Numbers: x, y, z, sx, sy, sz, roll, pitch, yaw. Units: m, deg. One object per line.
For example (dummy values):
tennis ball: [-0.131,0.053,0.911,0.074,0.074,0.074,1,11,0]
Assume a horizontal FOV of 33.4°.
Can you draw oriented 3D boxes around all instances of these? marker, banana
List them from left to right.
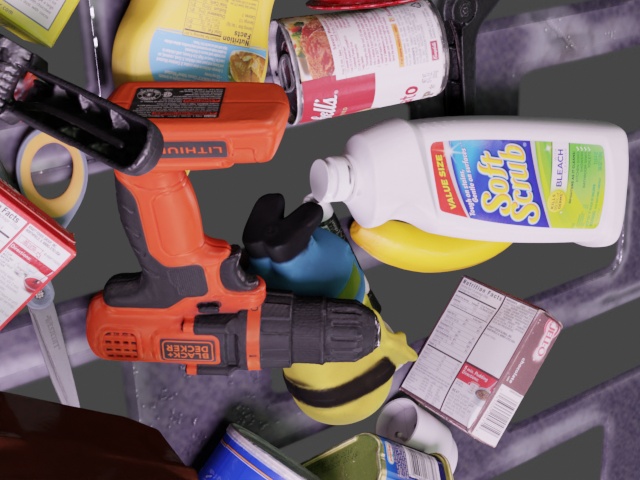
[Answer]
marker: [0.018,0.015,0.785,0.020,0.020,0.121,-40,126,-19]
banana: [0.106,-0.011,0.835,0.197,0.037,0.069,-22,97,-32]

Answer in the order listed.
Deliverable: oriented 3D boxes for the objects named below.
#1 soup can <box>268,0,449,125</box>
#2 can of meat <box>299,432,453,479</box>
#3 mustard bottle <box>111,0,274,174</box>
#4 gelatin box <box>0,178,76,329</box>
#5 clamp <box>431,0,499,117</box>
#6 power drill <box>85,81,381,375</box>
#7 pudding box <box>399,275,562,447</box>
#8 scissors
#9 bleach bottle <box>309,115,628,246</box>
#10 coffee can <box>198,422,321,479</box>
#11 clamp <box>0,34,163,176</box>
soup can: [0.024,-0.117,0.689,0.102,0.068,0.068,-13,115,-13]
can of meat: [0.038,0.193,0.819,0.102,0.057,0.083,-34,136,31]
mustard bottle: [-0.074,-0.121,0.639,0.096,0.058,0.192,3,104,-40]
gelatin box: [-0.194,0.010,0.599,0.089,0.030,0.073,-44,123,4]
clamp: [0.083,-0.163,0.756,0.120,0.039,0.171,-1,110,-42]
power drill: [-0.054,0.001,0.628,0.184,0.057,0.188,0,125,1]
pudding box: [0.126,0.094,0.851,0.039,0.090,0.113,34,85,-38]
scissors: [-0.160,0.014,0.650,0.096,0.016,0.201,-35,124,-15]
bleach bottle: [0.109,-0.040,0.779,0.250,0.068,0.102,-4,103,-28]
coffee can: [-0.060,0.214,0.746,0.102,0.103,0.140,40,82,-40]
clamp: [-0.160,-0.082,0.509,0.164,0.210,0.036,30,88,-17]
